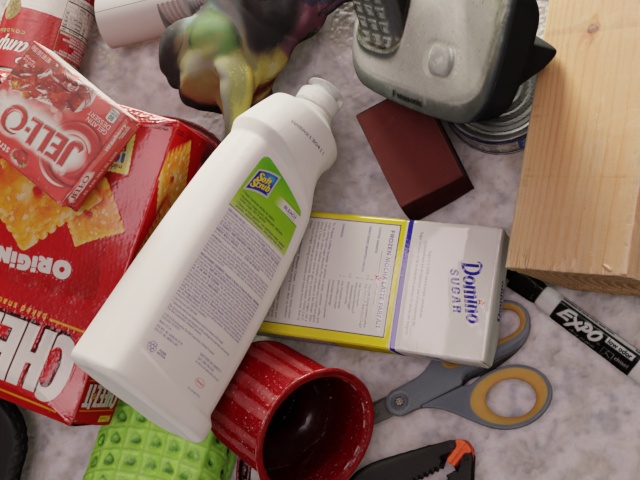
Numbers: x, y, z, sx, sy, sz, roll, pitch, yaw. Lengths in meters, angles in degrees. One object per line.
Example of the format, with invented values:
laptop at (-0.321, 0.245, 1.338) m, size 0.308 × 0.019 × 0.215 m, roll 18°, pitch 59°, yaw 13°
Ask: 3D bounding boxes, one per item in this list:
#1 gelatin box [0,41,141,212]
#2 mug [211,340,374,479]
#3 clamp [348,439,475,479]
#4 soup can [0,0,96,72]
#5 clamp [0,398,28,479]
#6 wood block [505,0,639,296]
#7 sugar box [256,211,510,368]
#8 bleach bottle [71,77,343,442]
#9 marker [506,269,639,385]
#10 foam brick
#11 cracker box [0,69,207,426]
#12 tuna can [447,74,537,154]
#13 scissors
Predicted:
gelatin box at (-0.172, -0.074, 0.692) m, size 0.089 × 0.030 × 0.073 m, roll 39°, pitch 92°, yaw 15°
mug at (-0.028, 0.128, 0.720) m, size 0.082 × 0.093 × 0.117 m, roll 23°, pitch 100°, yaw 52°
clamp at (0.026, 0.214, 0.726) m, size 0.165 × 0.036 × 0.210 m, roll 31°, pitch 88°, yaw 17°
soup can at (-0.214, -0.169, 0.835) m, size 0.068 × 0.068 × 0.102 m, roll 14°, pitch 84°, yaw 16°
clamp at (-0.265, 0.181, 0.799) m, size 0.120 × 0.039 × 0.171 m, roll -14°, pitch 84°, yaw 2°
wood block at (0.194, -0.072, 0.687) m, size 0.091 × 0.090 × 0.206 m, roll 5°, pitch 82°, yaw 45°
sugar box at (0.038, 0.031, 0.742) m, size 0.176 × 0.048 × 0.093 m, roll 7°, pitch 80°, yaw 18°
bleach bottle at (-0.055, 0.001, 0.710) m, size 0.068 × 0.102 × 0.250 m, roll 11°, pitch 62°, yaw 48°
marker at (0.175, 0.056, 0.722) m, size 0.121 × 0.020 × 0.020 m, roll 38°, pitch 92°, yaw 17°
foam brick at (0.067, -0.062, 0.752) m, size 0.051 × 0.053 × 0.078 m, roll -27°, pitch 76°, yaw 9°
cracker box at (-0.193, 0.001, 0.740) m, size 0.164 × 0.072 × 0.213 m, roll 18°, pitch 86°, yaw 15°
tuna can at (0.127, -0.106, 0.753) m, size 0.086 × 0.033 × 0.086 m, roll -2°, pitch 81°, yaw 14°
scissors at (0.073, 0.123, 0.739) m, size 0.202 × 0.016 × 0.096 m, roll -41°, pitch 71°, yaw 5°
